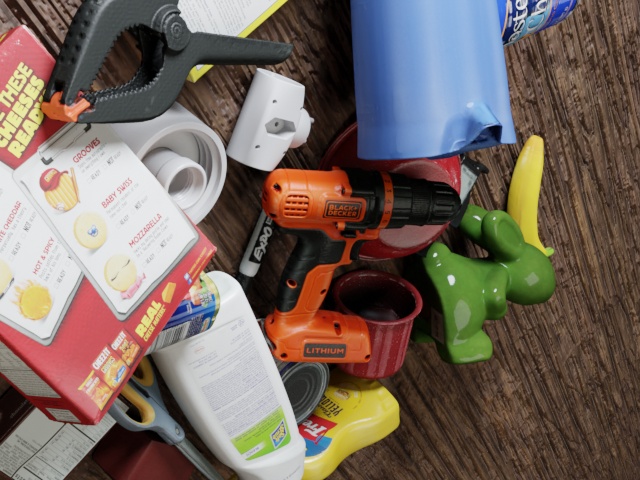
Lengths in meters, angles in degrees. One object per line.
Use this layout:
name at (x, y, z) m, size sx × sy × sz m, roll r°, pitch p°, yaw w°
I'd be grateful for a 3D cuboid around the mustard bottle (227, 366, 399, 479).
mustard bottle at (-0.016, 0.204, 1.102) m, size 0.191 × 0.096 × 0.058 m, roll -29°, pitch 134°, yaw -31°

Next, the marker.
marker at (-0.056, 0.001, 0.986) m, size 0.020 × 0.020 × 0.121 m, roll 10°, pitch 107°, yaw -49°

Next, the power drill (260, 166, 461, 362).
power drill at (0.027, 0.022, 0.979) m, size 0.184 × 0.057 × 0.188 m, roll 4°, pitch 116°, yaw -15°

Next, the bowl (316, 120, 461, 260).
bowl at (0.076, -0.044, 1.027) m, size 0.161 × 0.055 × 0.162 m, roll -10°, pitch 117°, yaw -20°

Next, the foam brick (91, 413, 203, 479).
foam brick at (-0.159, 0.197, 0.981) m, size 0.078 × 0.053 × 0.051 m, roll 30°, pitch 91°, yaw -52°

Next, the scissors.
scissors at (-0.137, 0.151, 0.950) m, size 0.016 × 0.096 × 0.201 m, roll -22°, pitch 144°, yaw 16°

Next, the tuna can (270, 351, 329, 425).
tuna can at (-0.032, 0.145, 1.061) m, size 0.086 × 0.034 × 0.086 m, roll -27°, pitch 133°, yaw -34°

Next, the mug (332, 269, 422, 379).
mug at (0.055, 0.083, 1.116) m, size 0.117 × 0.093 × 0.081 m, roll -68°, pitch 169°, yaw -56°

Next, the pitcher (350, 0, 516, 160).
pitcher at (0.080, -0.189, 0.887) m, size 0.144 × 0.149 × 0.243 m, roll -28°, pitch 114°, yaw -68°

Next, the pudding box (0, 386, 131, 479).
pudding box at (-0.225, 0.152, 0.892) m, size 0.113 × 0.039 × 0.090 m, roll -46°, pitch 141°, yaw -11°

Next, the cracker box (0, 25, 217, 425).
cracker box at (-0.190, -0.006, 0.713) m, size 0.213 × 0.072 × 0.164 m, roll 51°, pitch 53°, yaw -28°

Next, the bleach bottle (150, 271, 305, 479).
bleach bottle at (-0.079, 0.156, 0.975) m, size 0.102 × 0.068 × 0.251 m, roll -29°, pitch 120°, yaw -18°

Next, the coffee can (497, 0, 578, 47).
coffee can at (0.159, -0.229, 0.995) m, size 0.140 × 0.103 × 0.103 m, roll -28°, pitch 133°, yaw -33°

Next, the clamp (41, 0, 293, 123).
clamp at (-0.109, -0.154, 0.722) m, size 0.209 × 0.036 × 0.164 m, roll -41°, pitch 126°, yaw -35°

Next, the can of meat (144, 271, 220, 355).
can of meat at (-0.142, 0.042, 0.855) m, size 0.083 × 0.102 × 0.057 m, roll -19°, pitch 143°, yaw -41°

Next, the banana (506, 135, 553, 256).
banana at (0.247, -0.033, 1.276) m, size 0.069 × 0.037 × 0.198 m, roll -55°, pitch 146°, yaw -33°
